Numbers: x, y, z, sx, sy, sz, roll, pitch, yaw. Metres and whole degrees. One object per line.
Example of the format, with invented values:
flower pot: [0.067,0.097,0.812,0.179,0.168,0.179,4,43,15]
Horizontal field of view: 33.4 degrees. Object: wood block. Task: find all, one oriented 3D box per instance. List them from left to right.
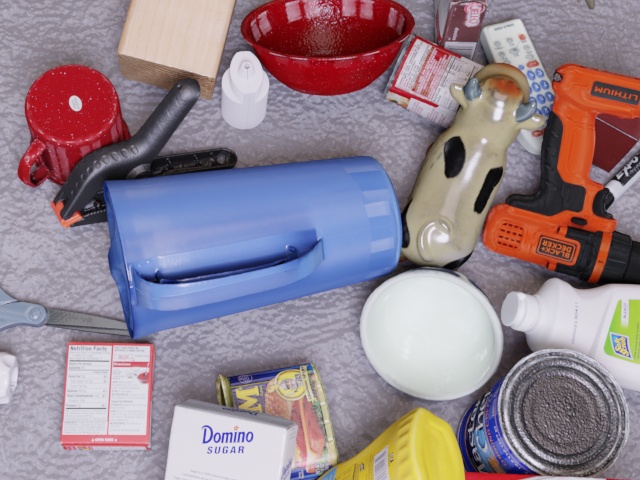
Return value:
wood block: [-0.117,-0.247,0.986,0.090,0.091,0.206,14,84,-5]

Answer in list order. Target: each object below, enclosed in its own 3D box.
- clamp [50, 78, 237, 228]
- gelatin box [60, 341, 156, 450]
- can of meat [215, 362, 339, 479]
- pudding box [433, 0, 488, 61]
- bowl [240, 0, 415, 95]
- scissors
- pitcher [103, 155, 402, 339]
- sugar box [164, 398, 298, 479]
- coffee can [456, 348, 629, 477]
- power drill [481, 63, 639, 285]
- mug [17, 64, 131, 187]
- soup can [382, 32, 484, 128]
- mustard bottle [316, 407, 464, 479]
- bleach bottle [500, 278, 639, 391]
clamp: [-0.154,-0.062,0.950,0.171,0.120,0.039,-34,50,4]
gelatin box: [-0.177,0.130,0.896,0.073,0.030,0.089,1,69,-4]
can of meat: [-0.036,0.157,0.887,0.083,0.057,0.102,-8,71,-12]
pudding box: [0.133,-0.234,1.024,0.039,0.113,0.090,2,69,-2]
bowl: [0.007,-0.179,0.999,0.162,0.055,0.162,-2,34,1]
scissors: [-0.260,0.079,0.915,0.202,0.016,0.096,23,70,3]
pitcher: [-0.056,0.001,0.900,0.242,0.145,0.149,-10,64,-14]
sugar box: [-0.077,0.218,0.821,0.093,0.048,0.176,10,90,13]
coffee can: [0.175,0.154,0.864,0.102,0.140,0.103,2,69,-6]
power drill: [0.253,-0.053,0.949,0.184,0.057,0.188,15,103,6]
mug: [-0.226,-0.096,0.950,0.093,0.081,0.117,40,70,9]
soup can: [0.119,-0.145,1.013,0.102,0.068,0.068,25,68,3]
mustard bottle: [0.025,0.212,0.818,0.058,0.192,0.096,32,35,-25]
bleach bottle: [0.271,0.076,0.910,0.250,0.068,0.102,14,68,-18]
